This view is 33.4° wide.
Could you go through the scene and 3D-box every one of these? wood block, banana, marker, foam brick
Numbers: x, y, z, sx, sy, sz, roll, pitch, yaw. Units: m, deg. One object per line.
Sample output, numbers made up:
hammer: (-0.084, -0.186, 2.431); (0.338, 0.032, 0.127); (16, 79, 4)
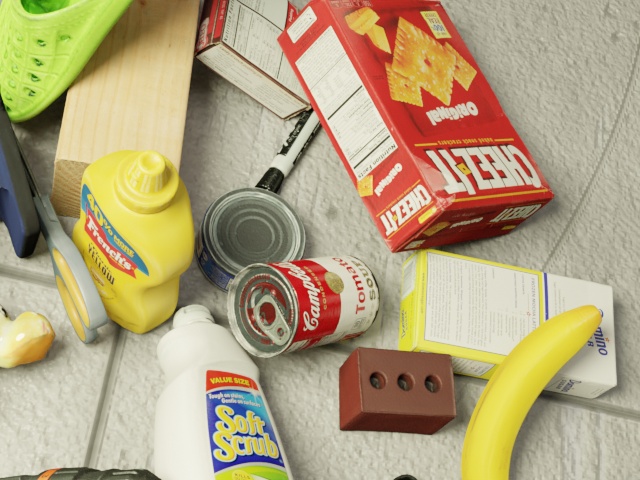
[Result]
wood block: (-0.153, -0.124, 0.850); (0.090, 0.091, 0.206); (9, 63, -13)
banana: (0.153, 0.134, 0.820); (0.069, 0.037, 0.198); (21, 87, -10)
marker: (-0.023, -0.080, 0.909); (0.020, 0.020, 0.121); (31, 60, -1)
foam brick: (0.057, 0.116, 0.820); (0.078, 0.051, 0.053); (5, 63, -15)

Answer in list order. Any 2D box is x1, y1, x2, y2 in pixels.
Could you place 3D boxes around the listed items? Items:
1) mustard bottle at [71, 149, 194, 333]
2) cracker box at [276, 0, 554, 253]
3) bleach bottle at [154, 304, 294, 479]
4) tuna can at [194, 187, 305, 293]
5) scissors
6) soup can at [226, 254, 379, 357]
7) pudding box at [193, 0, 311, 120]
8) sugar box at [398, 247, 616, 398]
mustard bottle: (-0.129, -0.008, 0.743); (0.058, 0.192, 0.096); (-31, 77, -27)
cracker box: (0.082, -0.104, 0.893); (0.163, 0.072, 0.214); (-9, 64, -46)
bleach bottle: (-0.073, 0.136, 0.719); (0.102, 0.068, 0.251); (24, 29, -34)
tuna can: (-0.056, 0.001, 0.852); (0.086, 0.034, 0.086); (7, 63, -14)
scissors: (-0.202, -0.006, 0.793); (0.016, 0.096, 0.202); (-20, 57, -23)
soup can: (-0.011, 0.047, 0.802); (0.102, 0.069, 0.068); (-6, 64, -50)
pudding box: (-0.051, -0.169, 0.905); (0.113, 0.039, 0.090); (31, 55, -37)
sugar box: (0.154, 0.069, 0.877); (0.176, 0.048, 0.093); (14, 62, -14)
